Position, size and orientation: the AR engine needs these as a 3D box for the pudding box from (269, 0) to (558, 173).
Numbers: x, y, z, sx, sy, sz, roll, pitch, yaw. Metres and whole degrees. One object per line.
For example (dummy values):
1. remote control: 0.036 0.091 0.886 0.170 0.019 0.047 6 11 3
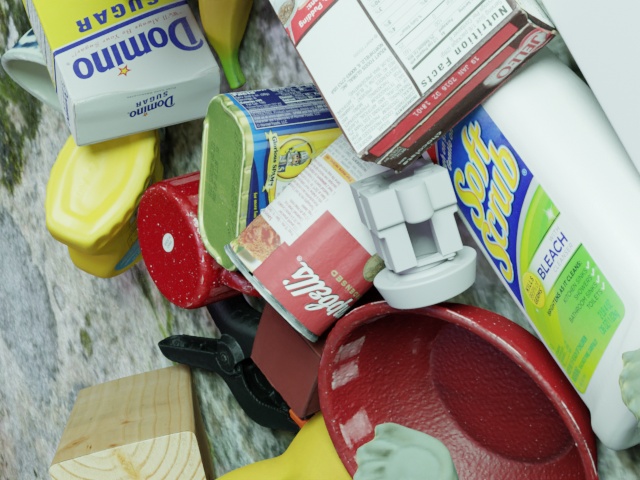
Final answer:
1. pudding box: 0.032 -0.099 0.449 0.090 0.039 0.113 -41 62 25

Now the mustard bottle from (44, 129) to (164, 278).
1. mustard bottle: -0.144 -0.023 0.753 0.058 0.096 0.192 22 166 1

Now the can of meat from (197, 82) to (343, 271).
1. can of meat: -0.018 -0.036 0.592 0.057 0.083 0.102 45 138 46

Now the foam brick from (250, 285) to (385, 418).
1. foam brick: 0.008 0.056 0.609 0.053 0.078 0.051 48 136 29

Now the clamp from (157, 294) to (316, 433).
1. clamp: -0.055 0.064 0.729 0.172 0.039 0.120 28 132 36

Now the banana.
1. banana: -0.027 -0.167 0.599 0.069 0.037 0.198 44 143 0

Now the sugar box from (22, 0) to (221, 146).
1. sugar box: -0.135 -0.146 0.671 0.048 0.093 0.176 101 146 -53

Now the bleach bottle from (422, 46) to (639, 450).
1. bleach bottle: 0.087 -0.036 0.478 0.251 0.068 0.103 55 155 29

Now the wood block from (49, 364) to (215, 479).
1. wood block: -0.122 0.156 0.739 0.206 0.090 0.091 -151 48 -81

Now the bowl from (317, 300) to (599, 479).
1. bowl: 0.077 0.090 0.535 0.162 0.055 0.162 24 130 32

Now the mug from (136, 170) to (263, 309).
1. mug: -0.054 0.001 0.664 0.117 0.081 0.093 40 134 36

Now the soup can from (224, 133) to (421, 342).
1. soup can: 0.011 -0.007 0.545 0.068 0.102 0.068 46 -179 -2
